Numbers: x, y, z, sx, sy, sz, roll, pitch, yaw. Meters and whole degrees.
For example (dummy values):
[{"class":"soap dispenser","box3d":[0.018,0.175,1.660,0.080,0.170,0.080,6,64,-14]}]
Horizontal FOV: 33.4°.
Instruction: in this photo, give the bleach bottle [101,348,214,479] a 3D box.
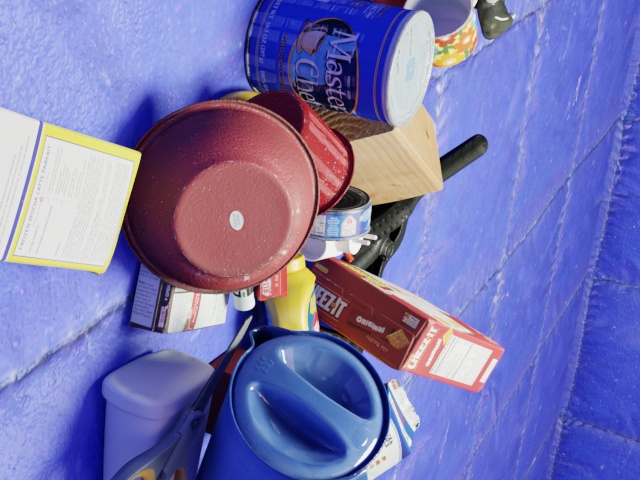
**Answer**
[{"class":"bleach bottle","box3d":[-0.151,0.225,0.927,0.102,0.068,0.251,-25,130,-58]}]

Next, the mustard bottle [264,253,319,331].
[{"class":"mustard bottle","box3d":[-0.027,0.090,1.092,0.096,0.058,0.191,-76,158,-79]}]

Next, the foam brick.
[{"class":"foam brick","box3d":[-0.080,0.154,1.058,0.052,0.051,0.078,-36,137,-57]}]

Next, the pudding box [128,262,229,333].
[{"class":"pudding box","box3d":[-0.113,0.030,0.915,0.113,0.039,0.090,-5,106,-69]}]

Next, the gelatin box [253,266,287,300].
[{"class":"gelatin box","box3d":[-0.056,0.001,0.972,0.030,0.089,0.073,-8,122,-17]}]

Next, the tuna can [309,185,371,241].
[{"class":"tuna can","box3d":[0.010,-0.031,1.100,0.086,0.086,0.034,-36,135,-56]}]

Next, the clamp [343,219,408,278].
[{"class":"clamp","box3d":[0.066,0.009,1.323,0.120,0.039,0.171,54,56,-66]}]

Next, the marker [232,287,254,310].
[{"class":"marker","box3d":[-0.071,0.008,0.925,0.020,0.020,0.121,-49,145,-46]}]

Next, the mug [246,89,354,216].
[{"class":"mug","box3d":[-0.033,-0.063,0.899,0.081,0.093,0.117,41,61,-53]}]

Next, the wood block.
[{"class":"wood block","box3d":[0.059,-0.113,1.120,0.206,0.090,0.091,36,45,-66]}]

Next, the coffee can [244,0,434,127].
[{"class":"coffee can","box3d":[0.018,-0.166,0.955,0.102,0.140,0.103,-47,145,-48]}]

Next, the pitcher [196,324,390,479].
[{"class":"pitcher","box3d":[-0.035,0.199,0.922,0.243,0.145,0.149,117,-8,-51]}]

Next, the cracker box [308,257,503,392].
[{"class":"cracker box","box3d":[0.092,0.098,1.222,0.213,0.164,0.072,24,96,-56]}]

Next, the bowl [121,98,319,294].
[{"class":"bowl","box3d":[-0.072,-0.024,0.819,0.055,0.162,0.162,-128,-136,-65]}]

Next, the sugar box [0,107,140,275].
[{"class":"sugar box","box3d":[-0.190,-0.032,0.684,0.176,0.048,0.093,16,90,-64]}]

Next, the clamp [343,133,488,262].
[{"class":"clamp","box3d":[0.098,-0.053,1.253,0.036,0.165,0.209,53,54,-15]}]

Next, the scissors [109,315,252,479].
[{"class":"scissors","box3d":[-0.117,0.150,0.842,0.096,0.016,0.202,5,110,-56]}]
